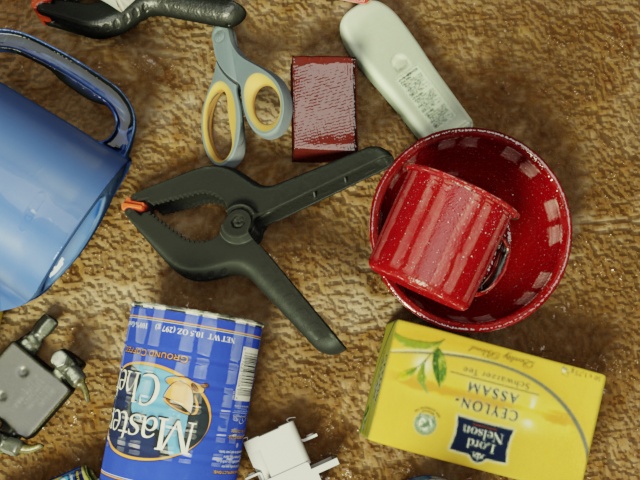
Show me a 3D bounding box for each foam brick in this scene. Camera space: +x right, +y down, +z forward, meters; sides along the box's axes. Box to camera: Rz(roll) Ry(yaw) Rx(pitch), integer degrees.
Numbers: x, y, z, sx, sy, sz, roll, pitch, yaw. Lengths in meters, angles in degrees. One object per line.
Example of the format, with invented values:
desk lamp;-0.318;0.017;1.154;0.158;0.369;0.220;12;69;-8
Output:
foam brick;0.002;-0.104;0.859;0.051;0.053;0.078;-1;83;-4

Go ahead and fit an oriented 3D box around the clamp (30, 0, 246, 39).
clamp;-0.147;-0.215;0.864;0.171;0.039;0.120;-6;61;2

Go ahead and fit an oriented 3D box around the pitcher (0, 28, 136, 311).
pitcher;-0.265;-0.078;0.785;0.242;0.145;0.149;35;42;-6

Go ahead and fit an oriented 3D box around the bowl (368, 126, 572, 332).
bowl;0.115;-0.006;0.854;0.162;0.055;0.162;0;84;-4

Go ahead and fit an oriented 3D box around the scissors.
scissors;-0.062;-0.159;0.857;0.096;0.016;0.202;-3;83;35

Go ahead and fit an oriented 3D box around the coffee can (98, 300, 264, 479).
coffee can;-0.104;0.123;0.801;0.103;0.103;0.140;10;83;-3

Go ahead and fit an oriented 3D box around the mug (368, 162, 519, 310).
mug;0.095;0.004;0.786;0.117;0.093;0.081;27;86;-38

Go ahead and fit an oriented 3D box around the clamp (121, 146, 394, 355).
clamp;-0.055;0.001;0.818;0.210;0.036;0.164;3;70;15
